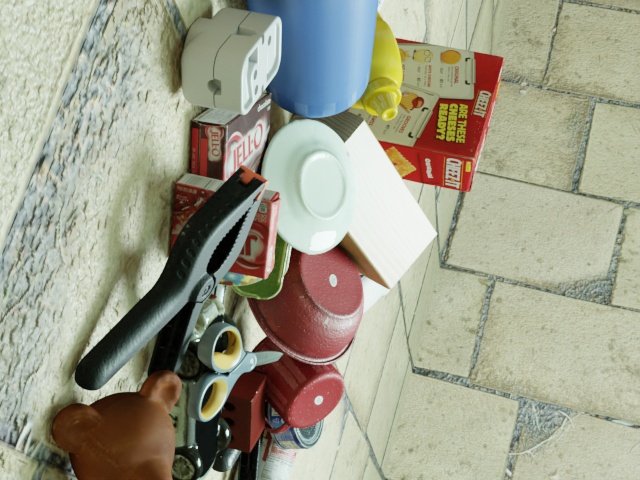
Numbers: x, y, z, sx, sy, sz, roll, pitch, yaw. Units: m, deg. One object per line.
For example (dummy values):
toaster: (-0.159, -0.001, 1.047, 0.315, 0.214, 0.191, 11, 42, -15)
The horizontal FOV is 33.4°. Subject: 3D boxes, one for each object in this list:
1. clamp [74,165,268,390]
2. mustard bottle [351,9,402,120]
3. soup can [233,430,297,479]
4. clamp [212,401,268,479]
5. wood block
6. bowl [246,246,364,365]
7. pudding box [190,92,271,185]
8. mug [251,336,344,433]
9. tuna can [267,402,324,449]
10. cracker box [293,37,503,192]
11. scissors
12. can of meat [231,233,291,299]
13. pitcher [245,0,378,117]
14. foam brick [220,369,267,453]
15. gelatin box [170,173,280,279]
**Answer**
clamp: (-0.110, 0.035, 0.841, 0.210, 0.036, 0.164, -60, 167, 7)
mustard bottle: (0.042, -0.196, 1.125, 0.096, 0.058, 0.192, -63, -145, 41)
soup can: (-0.067, 0.276, 1.325, 0.068, 0.068, 0.102, 66, 39, -70)
clamp: (-0.081, 0.218, 1.266, 0.120, 0.039, 0.171, 81, 25, -54)
wood block: (0.035, -0.049, 1.174, 0.090, 0.090, 0.206, -49, 136, -10)
bowl: (-0.005, 0.052, 1.168, 0.055, 0.162, 0.162, -33, -159, 40)
pudding box: (-0.081, -0.079, 0.963, 0.113, 0.039, 0.090, -55, 154, -62)
mug: (-0.033, 0.165, 1.199, 0.093, 0.082, 0.117, 21, 108, -50)
tuna can: (-0.028, 0.207, 1.278, 0.086, 0.034, 0.086, 22, 65, -60)
cracker box: (0.092, -0.155, 1.252, 0.072, 0.214, 0.164, 85, 22, -55)
scissors: (-0.078, 0.128, 0.982, 0.201, 0.016, 0.096, 53, 55, -68)
can of meat: (-0.057, 0.001, 1.068, 0.084, 0.057, 0.102, -87, -174, -76)
pitcher: (-0.010, -0.229, 0.964, 0.149, 0.145, 0.243, -58, 164, -24)
foam brick: (-0.091, 0.182, 1.157, 0.051, 0.053, 0.078, -60, 158, -54)
gelatin box: (-0.081, -0.012, 0.910, 0.030, 0.089, 0.073, -56, 156, -63)
